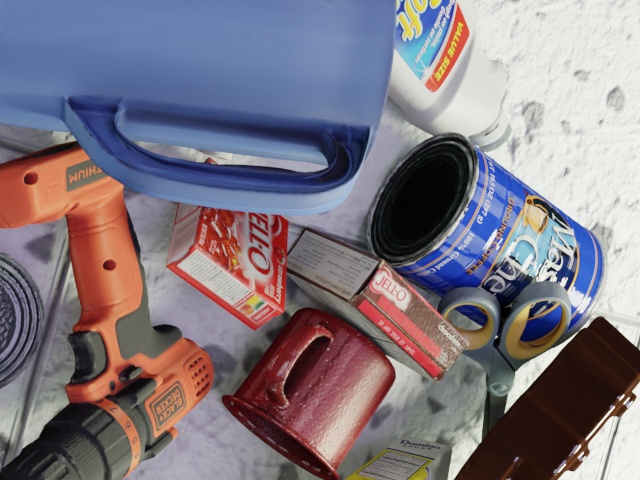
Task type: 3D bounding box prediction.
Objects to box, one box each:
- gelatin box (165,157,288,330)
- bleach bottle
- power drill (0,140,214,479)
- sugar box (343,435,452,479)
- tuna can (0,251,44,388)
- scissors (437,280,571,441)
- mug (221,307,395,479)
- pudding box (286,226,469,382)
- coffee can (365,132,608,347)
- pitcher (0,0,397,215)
[{"bbox_3d":[-0.054,0.001,0.660,0.030,0.089,0.073,-36,120,27],"label":"gelatin box"},{"bbox_3d":[0.056,-0.159,0.711,0.102,0.068,0.250,-50,120,-11],"label":"bleach bottle"},{"bbox_3d":[-0.136,0.044,0.593,0.184,0.057,0.187,-40,120,-61],"label":"power drill"},{"bbox_3d":[0.040,0.195,0.708,0.176,0.048,0.093,-8,107,-70],"label":"sugar box"},{"bbox_3d":[-0.203,0.044,0.604,0.085,0.034,0.086,-3,95,-33],"label":"tuna can"},{"bbox_3d":[0.111,0.091,0.754,0.096,0.202,0.016,13,48,-8],"label":"scissors"},{"bbox_3d":[-0.007,0.092,0.689,0.081,0.093,0.117,-53,150,-18],"label":"mug"},{"bbox_3d":[0.032,0.040,0.696,0.090,0.114,0.039,44,79,-27],"label":"pudding box"},{"bbox_3d":[0.117,0.004,0.745,0.140,0.103,0.103,32,81,-29],"label":"coffee can"},{"bbox_3d":[-0.087,-0.102,0.567,0.242,0.149,0.145,3,105,-13],"label":"pitcher"}]
